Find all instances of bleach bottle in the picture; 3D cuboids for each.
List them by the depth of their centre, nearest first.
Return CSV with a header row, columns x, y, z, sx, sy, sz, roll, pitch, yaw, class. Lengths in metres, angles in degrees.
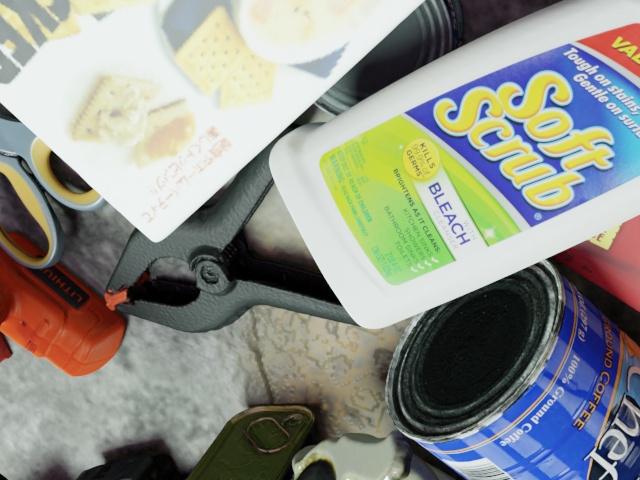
x,y,z,sx,sy,sz,roll,pitch,yaw,class
0.101,-0.055,0.422,0.251,0.068,0.102,-30,87,32,bleach bottle

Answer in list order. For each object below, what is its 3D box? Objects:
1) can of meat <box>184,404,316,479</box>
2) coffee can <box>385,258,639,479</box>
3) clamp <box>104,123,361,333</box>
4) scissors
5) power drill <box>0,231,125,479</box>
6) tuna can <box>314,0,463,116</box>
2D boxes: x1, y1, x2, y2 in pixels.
x,y,z,sx,sy,sz,roll,pitch,yaw,class
-0.032,0.158,0.621,0.058,0.102,0.084,-5,113,23,can of meat
0.115,0.085,0.507,0.140,0.102,0.103,39,123,-24,coffee can
-0.054,0.001,0.595,0.172,0.039,0.120,-8,108,24,clamp
-0.188,-0.081,0.623,0.096,0.016,0.202,-22,95,15,scissors
-0.188,0.079,0.596,0.184,0.187,0.057,40,118,2,power drill
0.026,-0.102,0.522,0.086,0.033,0.086,8,115,18,tuna can
